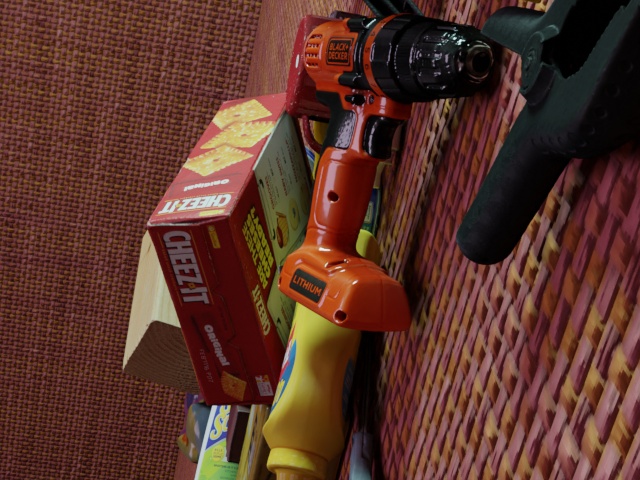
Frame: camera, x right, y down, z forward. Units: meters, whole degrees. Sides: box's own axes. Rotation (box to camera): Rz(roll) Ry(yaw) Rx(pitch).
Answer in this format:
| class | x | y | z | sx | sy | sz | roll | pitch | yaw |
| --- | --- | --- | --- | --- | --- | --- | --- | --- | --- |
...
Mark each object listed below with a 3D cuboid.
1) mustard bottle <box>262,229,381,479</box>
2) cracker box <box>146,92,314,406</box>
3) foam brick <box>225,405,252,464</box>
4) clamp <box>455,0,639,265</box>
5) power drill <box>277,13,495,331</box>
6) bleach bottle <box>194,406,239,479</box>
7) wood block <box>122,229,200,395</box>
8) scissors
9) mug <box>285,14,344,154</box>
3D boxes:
| class | x | y | z | sx | sy | sz | roll | pitch | yaw |
| --- | --- | --- | --- | --- | --- | --- | --- | --- | --- |
| mustard bottle | -0.002 | 0.091 | 0.751 | 0.096 | 0.058 | 0.191 | 105 | 177 | -66 |
| cracker box | -0.056 | 0.001 | 0.842 | 0.213 | 0.072 | 0.164 | -70 | -31 | -57 |
| foam brick | -0.043 | 0.169 | 0.950 | 0.053 | 0.078 | 0.051 | -111 | 33 | -74 |
| clamp | 0.096 | -0.071 | 0.418 | 0.172 | 0.039 | 0.120 | 129 | 145 | -62 |
| power drill | 0.034 | -0.043 | 0.647 | 0.185 | 0.057 | 0.188 | 24 | 105 | 64 |
| bleach bottle | -0.070 | 0.164 | 1.086 | 0.103 | 0.068 | 0.251 | -4 | 70 | 36 |
| wood block | -0.150 | 0.053 | 1.170 | 0.091 | 0.090 | 0.206 | -55 | 24 | 36 |
| scissors | 0.026 | 0.158 | 0.710 | 0.201 | 0.016 | 0.096 | -82 | -3 | -63 |
| mug | 0.017 | -0.120 | 0.840 | 0.093 | 0.081 | 0.117 | 149 | 130 | -79 |
